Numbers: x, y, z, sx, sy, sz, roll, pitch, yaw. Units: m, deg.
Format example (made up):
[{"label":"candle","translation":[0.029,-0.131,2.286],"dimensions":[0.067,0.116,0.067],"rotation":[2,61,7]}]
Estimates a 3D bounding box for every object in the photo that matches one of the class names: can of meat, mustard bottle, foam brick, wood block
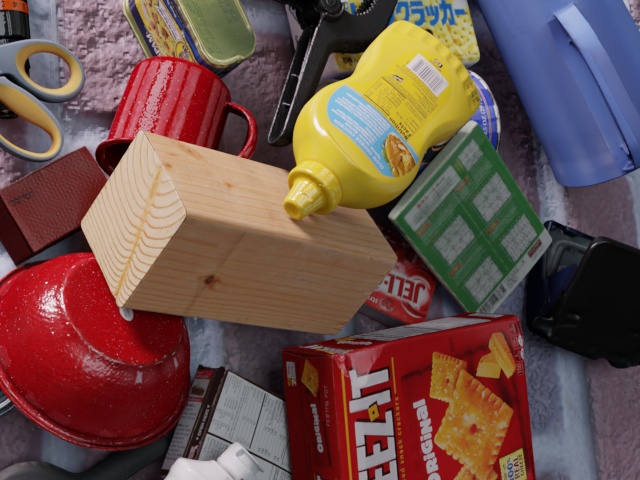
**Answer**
[{"label":"can of meat","translation":[-0.103,-0.172,0.846],"dimensions":[0.057,0.084,0.102],"rotation":[-28,94,-31]},{"label":"mustard bottle","translation":[0.036,-0.079,0.794],"dimensions":[0.096,0.058,0.191],"rotation":[46,57,-4]},{"label":"foam brick","translation":[-0.197,-0.026,0.783],"dimensions":[0.078,0.051,0.053],"rotation":[-32,95,-30]},{"label":"wood block","translation":[-0.055,0.001,0.785],"dimensions":[0.205,0.091,0.090],"rotation":[13,35,-44]}]

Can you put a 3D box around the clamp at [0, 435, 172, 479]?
[{"label":"clamp","translation":[-0.177,0.188,0.759],"dimensions":[0.171,0.039,0.120],"rotation":[19,65,-32]}]

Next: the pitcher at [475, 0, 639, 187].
[{"label":"pitcher","translation":[0.230,-0.176,0.972],"dimensions":[0.144,0.149,0.242],"rotation":[-45,112,-33]}]

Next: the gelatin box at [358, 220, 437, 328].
[{"label":"gelatin box","translation":[0.058,0.031,0.925],"dimensions":[0.089,0.030,0.073],"rotation":[27,68,-22]}]

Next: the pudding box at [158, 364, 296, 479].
[{"label":"pudding box","translation":[-0.058,0.157,0.817],"dimensions":[0.113,0.039,0.090],"rotation":[36,62,-38]}]

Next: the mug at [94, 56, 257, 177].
[{"label":"mug","translation":[-0.105,-0.085,0.817],"dimensions":[0.117,0.093,0.081],"rotation":[8,65,14]}]

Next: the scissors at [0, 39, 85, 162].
[{"label":"scissors","translation":[-0.246,-0.141,0.743],"dimensions":[0.201,0.016,0.096],"rotation":[48,67,-23]}]

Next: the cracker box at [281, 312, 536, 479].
[{"label":"cracker box","translation":[0.078,0.153,0.861],"dimensions":[0.213,0.072,0.164],"rotation":[-7,92,-39]}]

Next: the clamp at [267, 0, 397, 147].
[{"label":"clamp","translation":[-0.001,-0.173,0.844],"dimensions":[0.209,0.036,0.164],"rotation":[-25,98,-37]}]

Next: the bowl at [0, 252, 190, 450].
[{"label":"bowl","translation":[-0.150,0.063,0.747],"dimensions":[0.162,0.055,0.162],"rotation":[26,39,-23]}]
